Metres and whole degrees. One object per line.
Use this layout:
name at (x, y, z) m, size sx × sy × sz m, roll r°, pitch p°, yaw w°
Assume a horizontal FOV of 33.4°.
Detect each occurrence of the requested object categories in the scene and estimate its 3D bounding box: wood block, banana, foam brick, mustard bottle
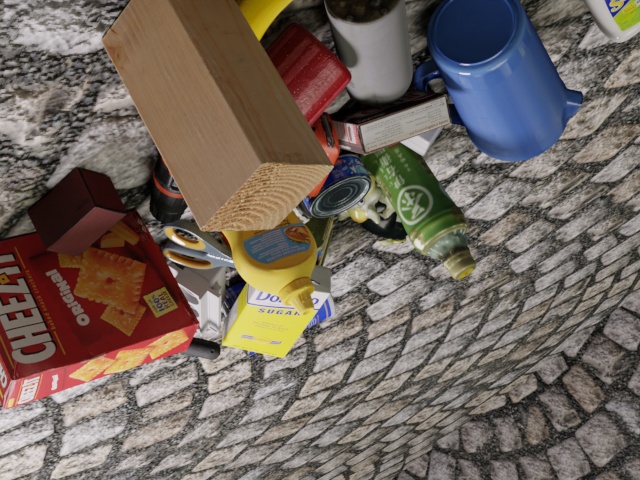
wood block at (-0.089, -0.116, 0.900) m, size 0.090 × 0.206 × 0.091 m, roll -3°, pitch 146°, yaw -49°
banana at (-0.035, -0.212, 0.958) m, size 0.198 × 0.069 × 0.037 m, roll -30°, pitch -166°, yaw 28°
foam brick at (-0.250, -0.028, 1.099) m, size 0.078 × 0.053 × 0.051 m, roll -37°, pitch 157°, yaw 18°
mustard bottle at (-0.058, 0.002, 1.218) m, size 0.096 × 0.192 × 0.058 m, roll -18°, pitch 155°, yaw -28°

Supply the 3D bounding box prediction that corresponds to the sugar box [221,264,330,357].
sugar box at (-0.060, 0.088, 1.392) m, size 0.093 × 0.048 × 0.176 m, roll 13°, pitch 145°, yaw -16°

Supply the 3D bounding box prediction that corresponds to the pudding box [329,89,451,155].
pudding box at (0.071, -0.131, 1.158) m, size 0.113 × 0.039 × 0.090 m, roll -23°, pitch -161°, yaw -19°

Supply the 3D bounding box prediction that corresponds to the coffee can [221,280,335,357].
coffee can at (-0.063, 0.091, 1.529) m, size 0.140 × 0.103 × 0.103 m, roll -25°, pitch 158°, yaw -11°

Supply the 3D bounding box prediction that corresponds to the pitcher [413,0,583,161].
pitcher at (0.193, -0.190, 1.226) m, size 0.149 × 0.145 × 0.242 m, roll -45°, pitch 153°, yaw 4°

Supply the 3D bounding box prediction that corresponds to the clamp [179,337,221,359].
clamp at (-0.219, 0.130, 1.416) m, size 0.171 × 0.039 × 0.120 m, roll 14°, pitch 169°, yaw -40°

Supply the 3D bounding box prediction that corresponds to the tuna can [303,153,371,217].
tuna can at (0.018, -0.064, 1.277) m, size 0.086 × 0.034 × 0.086 m, roll -23°, pitch 157°, yaw -11°

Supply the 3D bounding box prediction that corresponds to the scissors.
scissors at (-0.104, 0.014, 1.267) m, size 0.202 × 0.016 × 0.096 m, roll 6°, pitch 146°, yaw 23°

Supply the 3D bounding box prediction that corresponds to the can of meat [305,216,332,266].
can of meat at (-0.015, -0.008, 1.382) m, size 0.057 × 0.102 × 0.084 m, roll 15°, pitch 149°, yaw 2°

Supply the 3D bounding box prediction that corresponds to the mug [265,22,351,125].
mug at (-0.026, -0.160, 1.054) m, size 0.081 × 0.093 × 0.117 m, roll -48°, pitch -166°, yaw 3°

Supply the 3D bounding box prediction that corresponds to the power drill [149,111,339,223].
power drill at (-0.085, -0.079, 1.146) m, size 0.187 × 0.057 × 0.185 m, roll -5°, pitch 152°, yaw -23°

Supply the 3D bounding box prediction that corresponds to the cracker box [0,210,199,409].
cracker box at (-0.261, 0.066, 1.141) m, size 0.213 × 0.164 × 0.072 m, roll -15°, pitch 152°, yaw -33°
